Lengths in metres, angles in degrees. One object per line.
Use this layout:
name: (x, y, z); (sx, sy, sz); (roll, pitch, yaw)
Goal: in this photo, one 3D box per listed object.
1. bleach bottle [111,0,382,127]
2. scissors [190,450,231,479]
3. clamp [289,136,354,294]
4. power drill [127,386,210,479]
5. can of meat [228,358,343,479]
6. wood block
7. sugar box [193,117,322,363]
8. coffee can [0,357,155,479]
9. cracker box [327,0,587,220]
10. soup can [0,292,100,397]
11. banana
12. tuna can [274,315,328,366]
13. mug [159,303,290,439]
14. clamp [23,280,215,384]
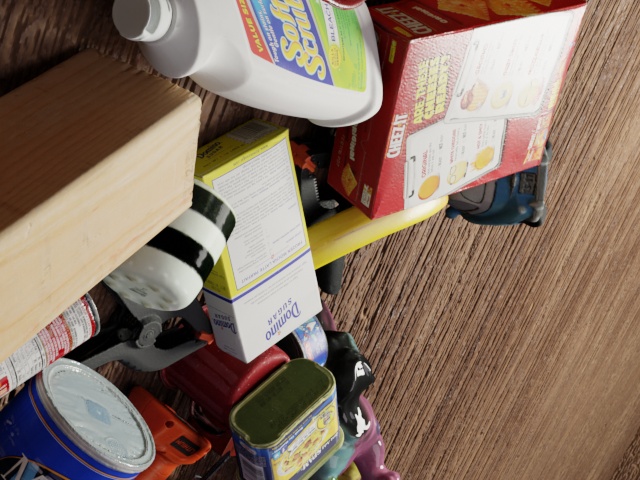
bleach bottle: (-0.045, -0.130, 0.712); (0.250, 0.068, 0.102); (-9, 91, -60)
scissors: (-0.126, 0.238, 0.961); (0.096, 0.016, 0.202); (-49, 179, -22)
clamp: (0.017, -0.031, 0.980); (0.164, 0.036, 0.209); (-53, 148, 7)
power drill: (-0.188, 0.215, 0.900); (0.187, 0.057, 0.184); (-49, 154, -8)
can of meat: (-0.029, 0.161, 0.911); (0.102, 0.058, 0.084); (-39, 144, -29)
wood block: (-0.166, -0.022, 0.613); (0.205, 0.091, 0.090); (-45, 154, -46)
sugar box: (-0.056, 0.001, 0.856); (0.093, 0.048, 0.176); (-33, 130, -34)
coffee can: (-0.201, 0.167, 0.753); (0.140, 0.103, 0.102); (-45, 152, 9)
cracker box: (0.115, -0.125, 0.906); (0.213, 0.072, 0.164); (-18, 133, -35)
soup can: (-0.207, 0.062, 0.706); (0.102, 0.069, 0.068); (-36, 145, -31)
banana: (0.029, -0.009, 0.952); (0.197, 0.037, 0.070); (-25, 176, -8)
tuna can: (-0.034, 0.091, 0.975); (0.033, 0.086, 0.086); (-32, 143, -39)
mug: (-0.084, 0.123, 0.936); (0.093, 0.082, 0.117); (-10, 127, -52)
clamp: (-0.144, 0.056, 0.826); (0.171, 0.039, 0.120); (-2, 126, -52)
